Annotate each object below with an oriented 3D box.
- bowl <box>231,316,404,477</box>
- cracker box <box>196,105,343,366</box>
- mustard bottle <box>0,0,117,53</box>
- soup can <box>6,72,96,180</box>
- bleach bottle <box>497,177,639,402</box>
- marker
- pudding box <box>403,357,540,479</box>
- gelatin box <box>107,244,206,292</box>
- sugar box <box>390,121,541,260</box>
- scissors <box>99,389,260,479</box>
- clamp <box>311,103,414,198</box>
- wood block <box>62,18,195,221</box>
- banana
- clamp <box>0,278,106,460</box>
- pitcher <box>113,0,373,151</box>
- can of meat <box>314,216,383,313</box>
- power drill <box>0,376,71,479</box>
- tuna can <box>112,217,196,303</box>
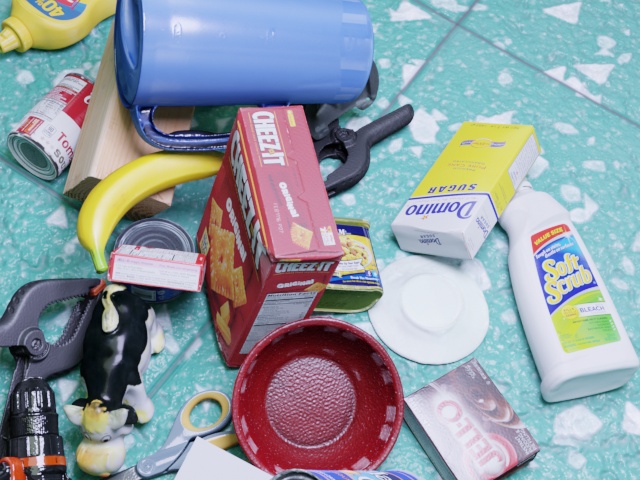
[{"bbox_3d":[-0.005,0.153,1.005,0.162,0.055,0.162,1,85,-9],"label":"bowl"},{"bbox_3d":[-0.057,0.001,1.015,0.072,0.214,0.164,-4,59,-20],"label":"cracker box"},{"bbox_3d":[-0.300,-0.275,1.245,0.096,0.058,0.191,39,62,16],"label":"mustard bottle"},{"bbox_3d":[-0.279,-0.123,1.148,0.068,0.068,0.102,29,59,10],"label":"soup can"},{"bbox_3d":[0.241,0.040,1.127,0.102,0.068,0.251,-9,58,-13],"label":"bleach bottle"},{"bbox_3d":[0.028,0.129,1.065,0.020,0.020,0.121,-13,61,-16],"label":"marker"},{"bbox_3d":[0.143,0.184,1.036,0.090,0.039,0.113,-26,65,-21],"label":"pudding box"},{"bbox_3d":[-0.157,0.027,1.029,0.089,0.073,0.030,7,96,-5],"label":"gelatin box"},{"bbox_3d":[0.160,-0.058,1.162,0.094,0.048,0.176,8,47,39],"label":"sugar box"},{"bbox_3d":[-0.157,0.193,1.000,0.201,0.016,0.096,-5,62,-12],"label":"scissors"},{"bbox_3d":[0.018,-0.117,1.206,0.120,0.039,0.171,24,55,20],"label":"clamp"},{"bbox_3d":[-0.188,-0.136,1.114,0.090,0.090,0.206,21,69,-26],"label":"wood block"},{"bbox_3d":[-0.170,-0.045,1.024,0.069,0.037,0.197,48,54,-4],"label":"banana"},{"bbox_3d":[-0.282,0.094,0.994,0.164,0.036,0.209,56,50,-25],"label":"clamp"},{"bbox_3d":[-0.076,-0.181,1.044,0.242,0.149,0.145,0,49,-22],"label":"pitcher"},{"bbox_3d":[0.010,0.025,1.094,0.101,0.058,0.084,4,58,-31],"label":"can of meat"},{"bbox_3d":[-0.285,0.200,0.882,0.057,0.187,0.184,-20,70,31],"label":"power drill"},{"bbox_3d":[-0.170,0.020,1.096,0.086,0.034,0.086,4,58,-6],"label":"tuna can"}]
